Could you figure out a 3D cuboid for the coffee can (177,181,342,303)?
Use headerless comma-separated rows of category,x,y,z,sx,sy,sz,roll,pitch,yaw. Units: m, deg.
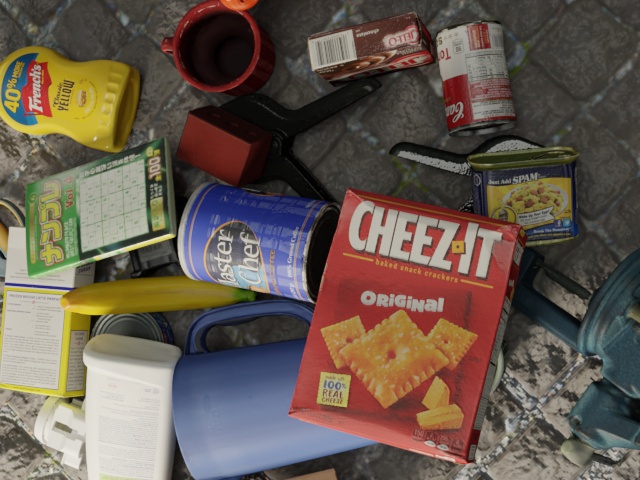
coffee can,-0.057,0.001,1.069,0.140,0.102,0.103,10,92,22

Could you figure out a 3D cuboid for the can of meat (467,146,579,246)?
can of meat,0.193,-0.041,1.011,0.102,0.057,0.084,-5,104,3

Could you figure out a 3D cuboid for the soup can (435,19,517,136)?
soup can,0.152,-0.158,1.047,0.068,0.068,0.102,-8,87,14

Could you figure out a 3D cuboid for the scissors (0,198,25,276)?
scissors,-0.338,0.052,1.193,0.096,0.016,0.202,-25,84,14

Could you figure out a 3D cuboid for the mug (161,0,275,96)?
mug,-0.106,-0.195,1.104,0.117,0.081,0.093,5,91,14

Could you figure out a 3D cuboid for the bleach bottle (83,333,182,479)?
bleach bottle,-0.205,0.229,1.116,0.102,0.068,0.251,9,106,3

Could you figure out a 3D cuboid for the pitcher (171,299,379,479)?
pitcher,-0.019,0.146,1.059,0.243,0.145,0.149,-13,127,10

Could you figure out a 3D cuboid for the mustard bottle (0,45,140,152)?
mustard bottle,-0.297,-0.161,1.164,0.192,0.058,0.096,13,93,14

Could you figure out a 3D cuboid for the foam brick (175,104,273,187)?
foam brick,-0.097,-0.096,1.078,0.078,0.052,0.051,27,112,14

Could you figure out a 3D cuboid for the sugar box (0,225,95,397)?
sugar box,-0.293,0.075,1.144,0.093,0.048,0.176,4,85,23

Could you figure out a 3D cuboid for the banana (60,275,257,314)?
banana,-0.168,0.055,1.109,0.197,0.070,0.037,-3,82,-11

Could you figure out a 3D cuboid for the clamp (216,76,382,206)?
clamp,-0.037,-0.109,1.103,0.210,0.036,0.165,19,105,16

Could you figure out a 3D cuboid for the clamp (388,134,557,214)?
clamp,0.154,-0.066,1.058,0.171,0.039,0.120,-25,99,7

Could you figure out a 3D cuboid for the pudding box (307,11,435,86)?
pudding box,0.052,-0.188,1.061,0.114,0.090,0.039,-9,85,15

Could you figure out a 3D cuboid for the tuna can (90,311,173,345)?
tuna can,-0.202,0.112,1.149,0.086,0.033,0.086,0,89,14

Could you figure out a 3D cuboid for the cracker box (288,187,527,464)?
cracker box,0.079,0.075,0.952,0.164,0.072,0.213,13,83,16
